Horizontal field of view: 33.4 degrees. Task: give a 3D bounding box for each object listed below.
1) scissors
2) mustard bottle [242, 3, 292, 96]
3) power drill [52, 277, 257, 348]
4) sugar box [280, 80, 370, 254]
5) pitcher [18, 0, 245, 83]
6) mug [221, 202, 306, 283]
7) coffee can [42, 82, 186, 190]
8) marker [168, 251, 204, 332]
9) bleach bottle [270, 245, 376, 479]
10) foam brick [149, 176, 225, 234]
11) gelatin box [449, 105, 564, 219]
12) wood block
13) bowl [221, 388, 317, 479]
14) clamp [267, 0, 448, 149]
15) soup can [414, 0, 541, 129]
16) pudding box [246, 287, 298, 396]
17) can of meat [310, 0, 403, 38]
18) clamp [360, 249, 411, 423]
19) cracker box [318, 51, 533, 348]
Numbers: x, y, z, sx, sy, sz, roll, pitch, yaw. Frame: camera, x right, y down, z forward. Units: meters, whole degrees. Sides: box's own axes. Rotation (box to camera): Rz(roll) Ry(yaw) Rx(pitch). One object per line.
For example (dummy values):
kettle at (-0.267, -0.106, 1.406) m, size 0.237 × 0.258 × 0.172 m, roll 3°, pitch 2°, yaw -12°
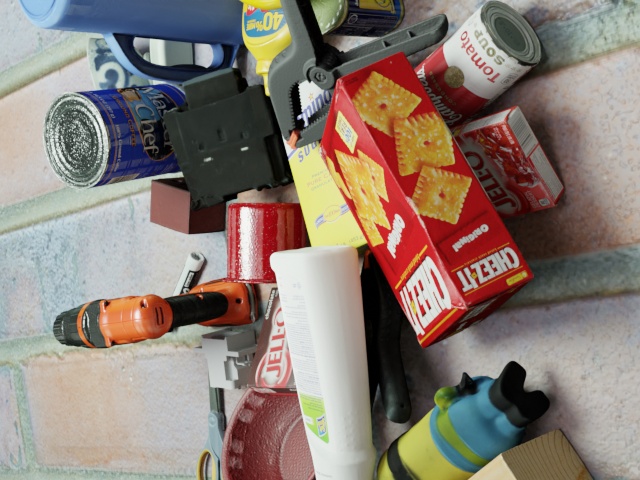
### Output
scissors at (-0.110, 0.223, 1.244) m, size 0.096 × 0.016 × 0.202 m, roll 23°, pitch 111°, yaw 40°
mustard bottle at (-0.038, -0.239, 1.060) m, size 0.096 × 0.058 × 0.191 m, roll 6°, pitch 93°, yaw 47°
power drill at (-0.177, 0.082, 1.171) m, size 0.185 × 0.187 × 0.057 m, roll -8°, pitch 91°, yaw 45°
sugar box at (0.015, -0.073, 1.053) m, size 0.094 × 0.048 × 0.176 m, roll -26°, pitch 78°, yaw 45°
pitcher at (-0.179, -0.255, 1.086) m, size 0.149 × 0.242 × 0.145 m, roll 58°, pitch 133°, yaw 25°
mug at (-0.057, 0.001, 1.118) m, size 0.117 × 0.093 × 0.081 m, roll -171°, pitch 81°, yaw -82°
coffee can at (-0.211, -0.114, 1.151) m, size 0.103 × 0.140 × 0.103 m, roll 10°, pitch 106°, yaw 36°
marker at (-0.168, 0.065, 1.279) m, size 0.020 × 0.020 × 0.121 m, roll 48°, pitch 126°, yaw 31°
bleach bottle at (0.009, 0.132, 0.995) m, size 0.103 × 0.068 × 0.251 m, roll 179°, pitch 83°, yaw -70°
foam brick at (-0.153, -0.041, 1.225) m, size 0.078 × 0.052 × 0.051 m, roll 17°, pitch 107°, yaw 43°
gelatin box at (0.152, -0.061, 0.897) m, size 0.073 × 0.030 × 0.089 m, roll -14°, pitch 116°, yaw 45°
wood block at (0.144, 0.263, 0.933) m, size 0.206 × 0.090 × 0.090 m, roll -50°, pitch 62°, yaw 37°
bowl at (-0.029, 0.209, 1.103) m, size 0.162 × 0.055 × 0.162 m, roll -28°, pitch 47°, yaw 34°
clamp at (0.015, -0.156, 0.957) m, size 0.164 × 0.036 × 0.210 m, roll 22°, pitch 138°, yaw 5°
soup can at (0.129, -0.147, 0.909) m, size 0.102 × 0.068 × 0.068 m, roll -41°, pitch 67°, yaw 40°
pudding box at (-0.023, 0.102, 1.089) m, size 0.090 × 0.039 × 0.113 m, roll -7°, pitch 61°, yaw 45°
can of meat at (0.024, -0.240, 0.993) m, size 0.058 × 0.083 × 0.102 m, roll -24°, pitch 78°, yaw 45°
clamp at (0.052, 0.097, 1.027) m, size 0.120 × 0.039 × 0.171 m, roll 146°, pitch 128°, yaw -60°
cracker box at (0.079, -0.027, 0.909) m, size 0.214 × 0.072 × 0.164 m, roll 63°, pitch 167°, yaw 12°
